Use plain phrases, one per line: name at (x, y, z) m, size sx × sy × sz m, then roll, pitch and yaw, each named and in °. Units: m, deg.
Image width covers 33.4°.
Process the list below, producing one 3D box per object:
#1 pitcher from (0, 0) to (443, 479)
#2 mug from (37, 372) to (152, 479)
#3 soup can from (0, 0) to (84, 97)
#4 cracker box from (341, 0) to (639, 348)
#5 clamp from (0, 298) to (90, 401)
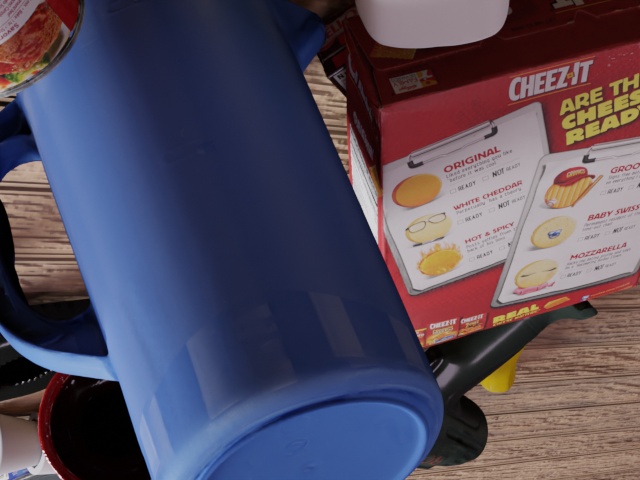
pitcher at (-0.053, 0.001, 0.448) m, size 0.144 × 0.243 × 0.149 m, roll 14°, pitch 128°, yaw -38°
mug at (-0.123, 0.105, 0.675) m, size 0.093 × 0.117 × 0.082 m, roll 27°, pitch 164°, yaw -5°
soup can at (-0.143, -0.109, 0.399) m, size 0.068 × 0.068 × 0.102 m, roll -25°, pitch 147°, yaw 5°
cracker box at (0.099, -0.038, 0.563) m, size 0.164 × 0.072 × 0.214 m, roll -15°, pitch 144°, yaw -7°
clamp at (-0.225, 0.080, 0.658) m, size 0.210 × 0.036 × 0.164 m, roll -24°, pitch 156°, yaw 1°
